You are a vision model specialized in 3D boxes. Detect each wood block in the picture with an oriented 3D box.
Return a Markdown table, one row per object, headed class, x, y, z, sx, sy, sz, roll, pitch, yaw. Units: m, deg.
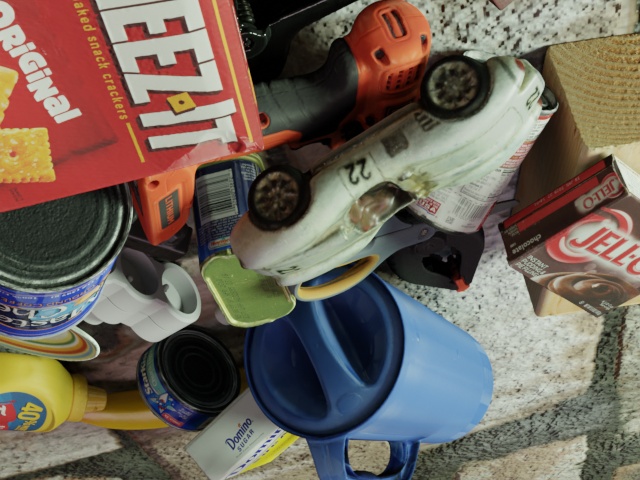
| class | x | y | z | sx | sy | sz | roll | pitch | yaw |
| --- | --- | --- | --- | --- | --- | --- | --- | --- | --- |
| wood block | 0.198 | -0.040 | 0.757 | 0.090 | 0.091 | 0.206 | -8 | 147 | -4 |

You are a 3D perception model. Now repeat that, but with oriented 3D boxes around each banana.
| class | x | y | z | sx | sy | sz | roll | pitch | yaw |
| --- | --- | --- | --- | --- | --- | --- | --- | --- | --- |
| banana | -0.124 | 0.141 | 0.976 | 0.198 | 0.037 | 0.069 | -14 | 142 | 0 |

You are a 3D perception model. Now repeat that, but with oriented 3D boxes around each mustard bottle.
| class | x | y | z | sx | sy | sz | roll | pitch | yaw |
| --- | --- | --- | --- | --- | --- | --- | --- | --- | --- |
| mustard bottle | -0.273 | 0.127 | 0.892 | 0.191 | 0.058 | 0.096 | 8 | 143 | -27 |

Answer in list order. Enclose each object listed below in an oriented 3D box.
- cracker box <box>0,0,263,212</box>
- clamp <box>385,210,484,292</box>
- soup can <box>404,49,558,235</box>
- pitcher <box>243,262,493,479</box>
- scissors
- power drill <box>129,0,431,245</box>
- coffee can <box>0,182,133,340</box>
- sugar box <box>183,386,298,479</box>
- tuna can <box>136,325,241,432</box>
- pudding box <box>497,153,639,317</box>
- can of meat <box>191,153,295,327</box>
| class | x | y | z | sx | sy | sz | roll | pitch | yaw |
| --- | --- | --- | --- | --- | --- | --- | --- | --- | --- |
| cracker box | -0.145 | -0.089 | 0.480 | 0.213 | 0.072 | 0.164 | -13 | 143 | -1 |
| clamp | 0.084 | -0.015 | 0.809 | 0.120 | 0.039 | 0.171 | -27 | 144 | 25 |
| soup can | 0.098 | -0.062 | 0.692 | 0.068 | 0.068 | 0.102 | 9 | 125 | -28 |
| pitcher | 0.053 | 0.114 | 0.868 | 0.149 | 0.145 | 0.242 | -53 | 149 | 6 |
| scissors | 0.063 | -0.019 | 0.737 | 0.201 | 0.016 | 0.096 | -26 | 141 | -20 |
| power drill | -0.027 | -0.061 | 0.652 | 0.187 | 0.057 | 0.184 | -22 | 158 | -12 |
| coffee can | -0.175 | -0.002 | 0.654 | 0.102 | 0.103 | 0.140 | 1 | 164 | -17 |
| sugar box | -0.046 | 0.159 | 0.929 | 0.093 | 0.048 | 0.176 | -43 | 170 | 6 |
| tuna can | -0.110 | 0.115 | 0.899 | 0.086 | 0.086 | 0.034 | 16 | 136 | -35 |
| pudding box | 0.184 | 0.000 | 0.693 | 0.090 | 0.039 | 0.113 | -34 | 140 | 31 |
| can of meat | -0.055 | 0.001 | 0.747 | 0.057 | 0.084 | 0.102 | -14 | 146 | 5 |
